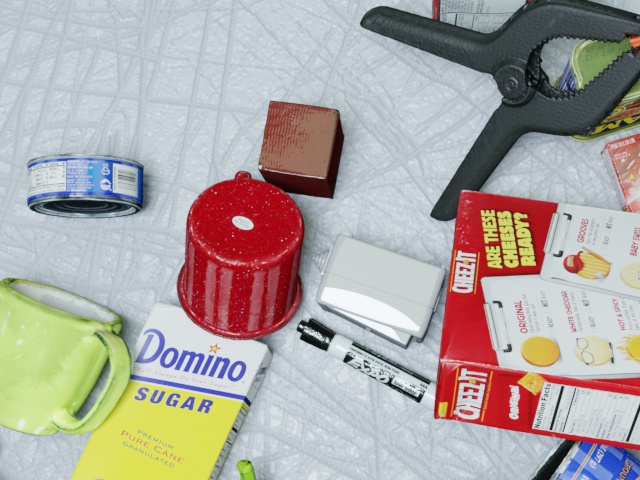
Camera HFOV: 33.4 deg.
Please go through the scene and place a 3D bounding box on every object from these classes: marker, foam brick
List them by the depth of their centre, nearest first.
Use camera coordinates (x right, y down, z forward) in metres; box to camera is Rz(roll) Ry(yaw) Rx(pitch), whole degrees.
[{"bbox_3d":[0.037,0.090,0.782,0.121,0.020,0.020,27,84,9],"label":"marker"},{"bbox_3d":[-0.013,-0.065,0.784,0.051,0.078,0.053,10,81,5],"label":"foam brick"}]

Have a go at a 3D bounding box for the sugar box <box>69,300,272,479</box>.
[{"bbox_3d":[-0.112,0.140,0.767,0.093,0.048,0.176,21,79,9],"label":"sugar box"}]

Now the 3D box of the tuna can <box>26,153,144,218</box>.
[{"bbox_3d":[-0.174,-0.039,0.791,0.086,0.086,0.034,-2,82,5],"label":"tuna can"}]

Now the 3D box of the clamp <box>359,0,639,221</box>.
[{"bbox_3d":[0.136,-0.100,0.735,0.210,0.036,0.164,-7,106,35],"label":"clamp"}]

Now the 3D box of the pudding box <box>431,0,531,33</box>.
[{"bbox_3d":[0.138,-0.183,0.784,0.113,0.090,0.039,-2,82,4],"label":"pudding box"}]

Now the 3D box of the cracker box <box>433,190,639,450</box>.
[{"bbox_3d":[0.190,0.055,0.711,0.214,0.072,0.164,7,44,7],"label":"cracker box"}]

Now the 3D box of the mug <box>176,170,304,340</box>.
[{"bbox_3d":[-0.055,0.001,0.763,0.093,0.081,0.117,4,52,-5],"label":"mug"}]
